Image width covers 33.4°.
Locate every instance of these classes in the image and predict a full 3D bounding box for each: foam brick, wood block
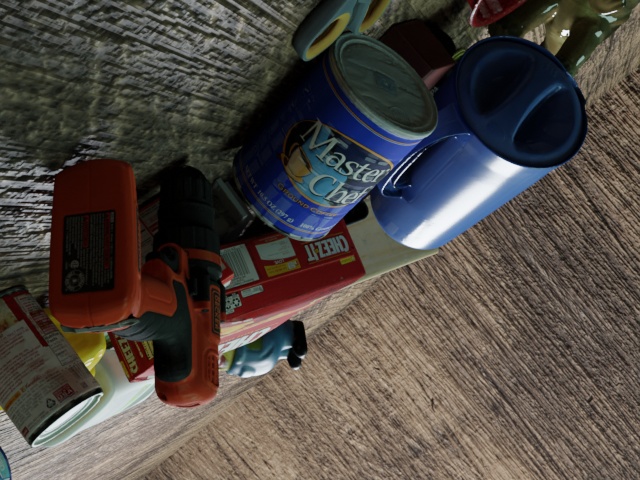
[{"bbox_3d":[0.068,-0.146,0.930,0.078,0.053,0.051,-43,171,36],"label":"foam brick"},{"bbox_3d":[0.021,0.010,1.238,0.205,0.090,0.091,-19,178,-32],"label":"wood block"}]

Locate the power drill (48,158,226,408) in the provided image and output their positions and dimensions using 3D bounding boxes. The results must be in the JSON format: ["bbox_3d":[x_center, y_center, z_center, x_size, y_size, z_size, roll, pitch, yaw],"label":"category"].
[{"bbox_3d":[-0.115,0.011,0.729,0.057,0.184,0.187,-9,161,14],"label":"power drill"}]

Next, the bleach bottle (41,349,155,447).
[{"bbox_3d":[-0.232,0.160,1.144,0.102,0.068,0.250,-37,172,2],"label":"bleach bottle"}]

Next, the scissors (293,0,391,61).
[{"bbox_3d":[0.021,-0.172,0.703,0.096,0.016,0.202,-38,172,-5],"label":"scissors"}]

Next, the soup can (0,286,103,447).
[{"bbox_3d":[-0.219,0.094,0.799,0.068,0.102,0.068,-38,172,-7],"label":"soup can"}]

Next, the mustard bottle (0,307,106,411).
[{"bbox_3d":[-0.245,0.114,0.932,0.096,0.058,0.192,-14,164,-22],"label":"mustard bottle"}]

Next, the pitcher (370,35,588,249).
[{"bbox_3d":[0.130,-0.079,1.033,0.243,0.149,0.145,-48,-162,60],"label":"pitcher"}]

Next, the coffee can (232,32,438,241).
[{"bbox_3d":[0.010,-0.081,0.852,0.141,0.103,0.102,-44,170,35],"label":"coffee can"}]

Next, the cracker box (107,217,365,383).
[{"bbox_3d":[-0.083,0.058,0.999,0.163,0.072,0.214,-16,169,-36],"label":"cracker box"}]
